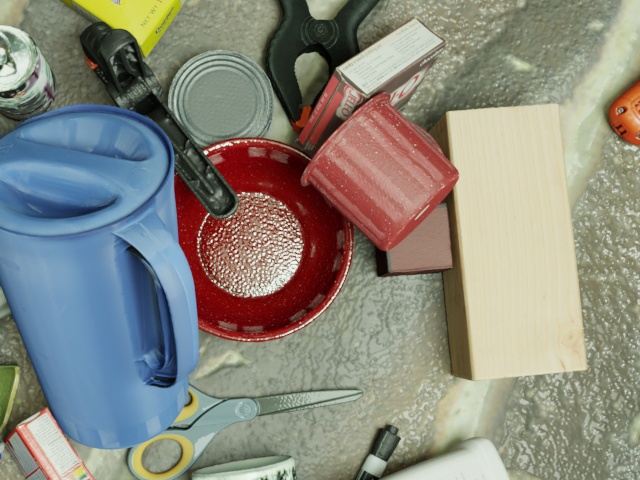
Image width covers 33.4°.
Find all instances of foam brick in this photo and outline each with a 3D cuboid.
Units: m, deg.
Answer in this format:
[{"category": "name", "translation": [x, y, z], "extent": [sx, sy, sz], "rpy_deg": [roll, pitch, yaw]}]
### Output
[{"category": "foam brick", "translation": [0.072, 0.001, 0.853], "extent": [0.053, 0.078, 0.051], "rpy_deg": [-5, 85, -2]}]

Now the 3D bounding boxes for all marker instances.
[{"category": "marker", "translation": [0.032, 0.204, 0.861], "extent": [0.020, 0.020, 0.121], "rpy_deg": [27, 83, -1]}]

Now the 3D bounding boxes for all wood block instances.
[{"category": "wood block", "translation": [0.147, 0.003, 0.851], "extent": [0.090, 0.090, 0.206], "rpy_deg": [-5, 86, -4]}]

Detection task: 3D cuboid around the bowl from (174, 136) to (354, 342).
[{"category": "bowl", "translation": [-0.056, 0.001, 0.856], "extent": [0.162, 0.055, 0.162], "rpy_deg": [0, 85, -4]}]

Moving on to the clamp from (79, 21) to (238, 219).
[{"category": "clamp", "translation": [-0.134, -0.105, 0.809], "extent": [0.036, 0.210, 0.164], "rpy_deg": [-35, 120, -8]}]

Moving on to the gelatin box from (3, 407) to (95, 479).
[{"category": "gelatin box", "translation": [-0.206, 0.170, 0.814], "extent": [0.030, 0.089, 0.073], "rpy_deg": [-33, 87, -28]}]

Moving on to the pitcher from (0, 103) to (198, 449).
[{"category": "pitcher", "translation": [-0.150, 0.041, 0.746], "extent": [0.145, 0.243, 0.149], "rpy_deg": [-2, 43, 0]}]

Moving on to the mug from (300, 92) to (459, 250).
[{"category": "mug", "translation": [0.052, -0.051, 0.786], "extent": [0.081, 0.093, 0.117], "rpy_deg": [45, 41, 8]}]

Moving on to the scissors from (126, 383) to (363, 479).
[{"category": "scissors", "translation": [-0.071, 0.155, 0.861], "extent": [0.201, 0.016, 0.096], "rpy_deg": [8, 86, -3]}]

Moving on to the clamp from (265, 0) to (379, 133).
[{"category": "clamp", "translation": [0.008, -0.175, 0.886], "extent": [0.120, 0.039, 0.171], "rpy_deg": [1, 88, 2]}]

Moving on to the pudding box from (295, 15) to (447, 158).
[{"category": "pudding box", "translation": [0.039, -0.116, 0.834], "extent": [0.039, 0.090, 0.113], "rpy_deg": [43, 51, 7]}]

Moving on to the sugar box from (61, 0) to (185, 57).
[{"category": "sugar box", "translation": [-0.191, -0.239, 0.875], "extent": [0.176, 0.048, 0.093], "rpy_deg": [34, 84, -1]}]

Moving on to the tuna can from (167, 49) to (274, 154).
[{"category": "tuna can", "translation": [-0.081, -0.110, 0.875], "extent": [0.086, 0.034, 0.086], "rpy_deg": [0, 85, -4]}]
